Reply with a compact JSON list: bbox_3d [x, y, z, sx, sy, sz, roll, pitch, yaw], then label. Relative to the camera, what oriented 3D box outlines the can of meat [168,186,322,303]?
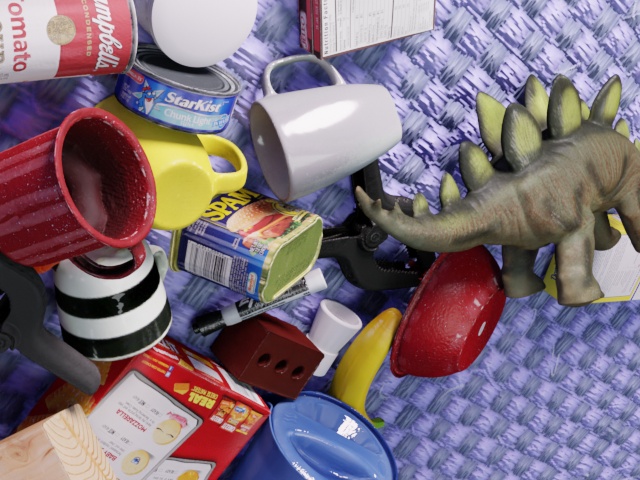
[{"bbox_3d":[-0.055,0.001,0.831,0.102,0.084,0.057,-38,144,-57],"label":"can of meat"}]

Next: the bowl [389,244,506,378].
[{"bbox_3d":[0.132,0.072,1.018,0.161,0.055,0.162,-46,153,-33],"label":"bowl"}]

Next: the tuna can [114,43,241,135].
[{"bbox_3d":[-0.101,-0.107,0.755,0.085,0.086,0.034,4,118,-37],"label":"tuna can"}]

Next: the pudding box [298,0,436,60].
[{"bbox_3d":[0.037,-0.198,0.827,0.113,0.039,0.090,-17,128,-24],"label":"pudding box"}]

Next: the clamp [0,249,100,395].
[{"bbox_3d":[-0.215,0.063,0.740,0.120,0.039,0.171,-13,133,-24],"label":"clamp"}]

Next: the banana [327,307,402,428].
[{"bbox_3d":[0.038,0.138,1.034,0.069,0.037,0.198,-35,151,-29],"label":"banana"}]

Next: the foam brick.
[{"bbox_3d":[-0.047,0.100,0.954,0.078,0.051,0.053,26,101,-43],"label":"foam brick"}]

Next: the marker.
[{"bbox_3d":[-0.053,0.054,0.920,0.121,0.020,0.020,-22,132,1],"label":"marker"}]

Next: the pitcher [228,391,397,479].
[{"bbox_3d":[-0.035,0.274,0.996,0.144,0.149,0.243,20,119,-25],"label":"pitcher"}]

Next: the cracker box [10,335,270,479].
[{"bbox_3d":[-0.172,0.181,0.906,0.214,0.072,0.164,-51,133,5],"label":"cracker box"}]

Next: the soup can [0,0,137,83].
[{"bbox_3d":[-0.179,-0.138,0.692,0.102,0.069,0.068,-11,124,-29],"label":"soup can"}]

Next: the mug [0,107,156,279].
[{"bbox_3d":[-0.162,-0.021,0.702,0.082,0.093,0.117,-17,122,29],"label":"mug"}]

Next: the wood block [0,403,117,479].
[{"bbox_3d":[-0.261,0.210,0.789,0.206,0.090,0.091,-27,90,4],"label":"wood block"}]

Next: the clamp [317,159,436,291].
[{"bbox_3d":[0.030,-0.005,0.950,0.164,0.036,0.209,-46,131,0],"label":"clamp"}]
